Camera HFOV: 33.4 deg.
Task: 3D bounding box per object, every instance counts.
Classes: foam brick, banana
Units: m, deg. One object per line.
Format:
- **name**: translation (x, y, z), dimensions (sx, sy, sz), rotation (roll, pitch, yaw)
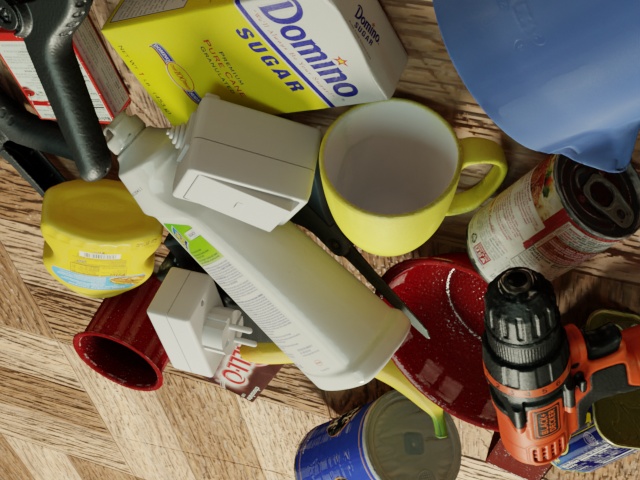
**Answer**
- **foam brick**: translation (0.179, 0.163, 0.909), dimensions (0.051, 0.053, 0.078), rotation (22, 147, 6)
- **banana**: translation (0.028, 0.107, 0.927), dimensions (0.198, 0.069, 0.037), rotation (22, -174, 8)

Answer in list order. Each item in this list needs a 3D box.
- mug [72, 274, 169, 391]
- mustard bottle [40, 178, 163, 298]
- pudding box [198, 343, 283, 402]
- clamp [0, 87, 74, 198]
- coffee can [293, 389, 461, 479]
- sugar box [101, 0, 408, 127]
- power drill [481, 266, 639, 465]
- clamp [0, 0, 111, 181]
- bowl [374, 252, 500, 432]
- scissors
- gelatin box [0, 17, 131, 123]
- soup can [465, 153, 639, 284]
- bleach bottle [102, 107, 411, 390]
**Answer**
- **mug**: translation (-0.180, 0.087, 1.016), dimensions (0.093, 0.081, 0.117), rotation (38, 145, -17)
- **mustard bottle**: translation (-0.190, 0.008, 0.920), dimensions (0.096, 0.058, 0.192), rotation (4, 159, -12)
- **pudding box**: translation (-0.081, 0.101, 1.009), dimensions (0.090, 0.039, 0.114), rotation (29, 146, -5)
- **clamp**: translation (-0.248, -0.093, 0.858), dimensions (0.171, 0.039, 0.120), rotation (38, 142, -16)
- **coffee can**: translation (0.051, 0.206, 1.006), dimensions (0.102, 0.102, 0.141), rotation (35, 146, -13)
- **sugar box**: translation (-0.043, -0.124, 0.673), dimensions (0.177, 0.048, 0.093), rotation (-1, 140, 37)
- **power drill**: translation (0.189, 0.053, 0.659), dimensions (0.187, 0.057, 0.184), rotation (-21, 140, -3)
- **clamp**: translation (-0.201, -0.152, 0.695), dimensions (0.165, 0.036, 0.210), rotation (27, 133, 15)
- **bowl**: translation (0.120, 0.065, 0.791), dimensions (0.162, 0.055, 0.162), rotation (25, 138, 25)
- **scissors**: translation (0.013, -0.016, 0.765), dimensions (0.202, 0.016, 0.096), rotation (37, 139, 12)
- **gelatin box**: translation (-0.189, -0.127, 0.780), dimensions (0.073, 0.030, 0.089), rotation (5, 141, 26)
- **soup can**: translation (0.147, -0.013, 0.678), dimensions (0.068, 0.068, 0.102), rotation (33, 146, -10)
- **bleach bottle**: translation (-0.055, 0.001, 0.763), dimensions (0.250, 0.068, 0.103), rotation (45, 155, -10)
